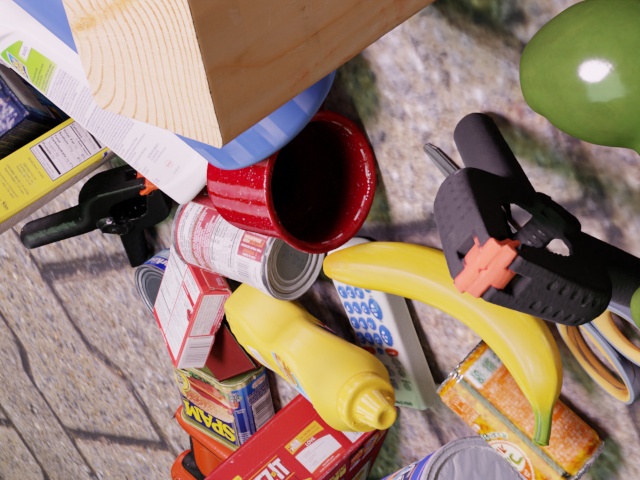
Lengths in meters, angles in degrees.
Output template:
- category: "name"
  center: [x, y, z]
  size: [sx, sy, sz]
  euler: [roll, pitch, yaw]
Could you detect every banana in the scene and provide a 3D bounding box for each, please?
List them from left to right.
- category: "banana"
  center: [0.087, 0.046, 0.696]
  size: [0.198, 0.069, 0.037]
  euler: [39, 177, 28]

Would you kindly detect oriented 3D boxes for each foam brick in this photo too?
- category: "foam brick"
  center: [-0.069, 0.083, 0.926]
  size: [0.051, 0.052, 0.078]
  euler: [54, 147, -5]

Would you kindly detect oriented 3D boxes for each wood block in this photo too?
- category: "wood block"
  center: [-0.013, -0.139, 0.503]
  size: [0.091, 0.205, 0.090]
  euler: [22, 137, 38]

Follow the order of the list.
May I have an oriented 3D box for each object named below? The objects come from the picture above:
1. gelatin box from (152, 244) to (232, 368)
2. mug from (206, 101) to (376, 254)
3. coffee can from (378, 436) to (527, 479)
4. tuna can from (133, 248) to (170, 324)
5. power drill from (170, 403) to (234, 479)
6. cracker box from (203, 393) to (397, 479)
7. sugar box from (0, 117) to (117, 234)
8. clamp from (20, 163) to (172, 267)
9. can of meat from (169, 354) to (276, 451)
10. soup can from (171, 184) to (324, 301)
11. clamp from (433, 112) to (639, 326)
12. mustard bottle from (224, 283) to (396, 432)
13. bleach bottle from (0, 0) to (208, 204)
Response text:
- category: "gelatin box"
  center: [-0.108, 0.051, 0.892]
  size: [0.073, 0.030, 0.089]
  euler: [59, 137, 43]
- category: "mug"
  center: [-0.023, -0.054, 0.717]
  size: [0.082, 0.093, 0.117]
  euler: [11, 100, 51]
- category: "coffee can"
  center: [0.092, 0.217, 0.819]
  size: [0.103, 0.102, 0.140]
  euler: [48, 147, 4]
- category: "tuna can"
  center: [-0.131, 0.050, 0.984]
  size: [0.086, 0.033, 0.086]
  euler: [31, 142, 28]
- category: "power drill"
  center: [-0.087, 0.249, 1.103]
  size: [0.185, 0.057, 0.188]
  euler: [34, 143, 24]
- category: "cracker box"
  center: [-0.031, 0.221, 0.913]
  size: [0.072, 0.164, 0.214]
  euler: [40, 145, 19]
- category: "sugar box"
  center: [-0.215, -0.059, 0.848]
  size: [0.048, 0.176, 0.094]
  euler: [53, 147, -8]
- category: "clamp"
  center: [-0.191, -0.023, 0.931]
  size: [0.172, 0.120, 0.039]
  euler: [131, 135, -53]
- category: "can of meat"
  center: [-0.091, 0.139, 1.004]
  size: [0.102, 0.057, 0.084]
  euler: [22, 135, 36]
- category: "soup can"
  center: [-0.055, 0.001, 0.816]
  size: [0.102, 0.068, 0.068]
  euler: [19, 135, 39]
- category: "clamp"
  center: [0.101, -0.009, 0.530]
  size: [0.165, 0.209, 0.036]
  euler: [44, 113, 19]
- category: "mustard bottle"
  center: [0.000, 0.093, 0.793]
  size: [0.096, 0.058, 0.192]
  euler: [50, 170, -30]
- category: "bleach bottle"
  center: [-0.173, -0.131, 0.768]
  size: [0.250, 0.068, 0.103]
  euler: [37, 151, -9]
